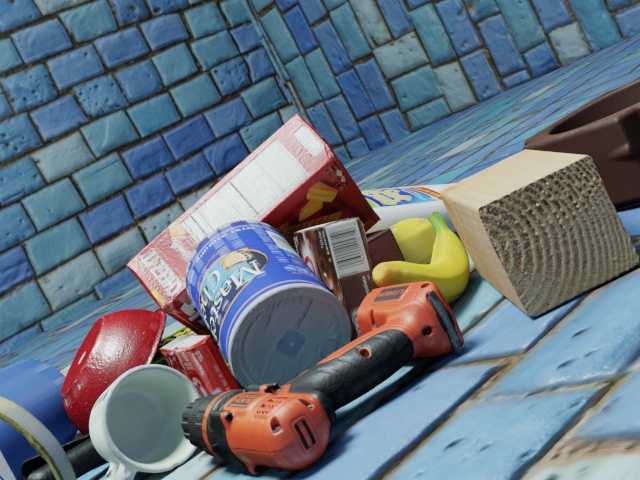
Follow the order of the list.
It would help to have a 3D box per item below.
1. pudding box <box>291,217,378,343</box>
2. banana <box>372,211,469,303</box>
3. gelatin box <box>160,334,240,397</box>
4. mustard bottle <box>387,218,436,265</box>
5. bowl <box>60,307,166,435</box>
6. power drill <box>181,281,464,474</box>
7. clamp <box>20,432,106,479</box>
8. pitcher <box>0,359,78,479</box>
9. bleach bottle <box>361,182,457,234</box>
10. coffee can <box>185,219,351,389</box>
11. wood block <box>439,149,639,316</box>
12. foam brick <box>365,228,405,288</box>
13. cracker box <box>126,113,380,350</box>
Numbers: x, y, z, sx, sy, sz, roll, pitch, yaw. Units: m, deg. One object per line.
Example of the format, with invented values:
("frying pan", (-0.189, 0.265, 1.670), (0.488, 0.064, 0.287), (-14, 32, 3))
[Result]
("pudding box", (0.017, 0.040, 0.932), (0.039, 0.113, 0.090), (-13, 0, -20))
("banana", (0.094, 0.027, 0.922), (0.037, 0.069, 0.197), (-51, -6, 22))
("gelatin box", (-0.105, 0.122, 0.954), (0.030, 0.073, 0.089), (-31, 8, -22))
("mustard bottle", (0.036, 0.043, 1.079), (0.191, 0.058, 0.096), (-31, 6, -36))
("bowl", (-0.221, 0.130, 1.098), (0.162, 0.055, 0.162), (-53, 18, 25))
("power drill", (-0.001, 0.101, 0.781), (0.187, 0.057, 0.185), (-33, 12, -27))
("clamp", (-0.203, 0.188, 0.991), (0.171, 0.039, 0.120), (-23, 8, -28))
("pitcher", (-0.358, 0.208, 1.068), (0.145, 0.149, 0.242), (-63, -13, 22))
("bleach bottle", (0.085, -0.029, 1.221), (0.250, 0.068, 0.103), (-10, 21, -18))
("coffee can", (-0.047, 0.055, 0.900), (0.102, 0.103, 0.140), (-28, 31, -9))
("wood block", (0.166, -0.013, 0.851), (0.091, 0.090, 0.206), (-27, 6, 2))
("foam brick", (0.050, 0.036, 0.991), (0.051, 0.078, 0.053), (-28, 6, -26))
("cracker box", (-0.057, 0.001, 1.033), (0.213, 0.072, 0.164), (-42, -27, -1))
